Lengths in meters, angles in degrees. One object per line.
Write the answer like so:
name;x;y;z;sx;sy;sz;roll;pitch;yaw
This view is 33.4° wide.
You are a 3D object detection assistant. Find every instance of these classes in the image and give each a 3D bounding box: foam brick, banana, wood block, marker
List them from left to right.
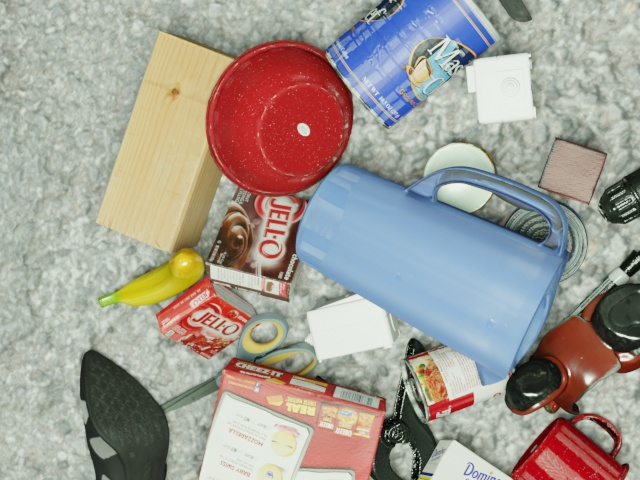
banana;-0.161;0.041;1.108;0.198;0.069;0.037;-27;89;52
wood block;-0.147;-0.101;1.107;0.091;0.090;0.206;22;100;10
foam brick;0.244;-0.068;1.034;0.053;0.078;0.051;20;99;12
marker;0.281;0.055;1.067;0.020;0.020;0.121;44;102;5

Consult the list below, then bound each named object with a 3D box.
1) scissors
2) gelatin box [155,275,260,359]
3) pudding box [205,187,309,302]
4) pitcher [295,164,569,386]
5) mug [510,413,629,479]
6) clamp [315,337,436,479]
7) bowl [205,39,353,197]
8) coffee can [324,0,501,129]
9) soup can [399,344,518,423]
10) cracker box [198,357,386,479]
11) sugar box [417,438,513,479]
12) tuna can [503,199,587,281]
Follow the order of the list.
scissors;-0.102;0.131;1.143;0.202;0.016;0.096;-14;119;13
gelatin box;-0.118;0.083;1.120;0.073;0.089;0.030;-35;53;12
pudding box;-0.057;0.001;1.091;0.090;0.039;0.113;13;55;8
pitcher;0.107;0.012;1.012;0.243;0.145;0.149;27;63;15
mug;0.252;0.222;1.061;0.081;0.093;0.117;40;73;10
clamp;0.063;0.195;1.106;0.120;0.039;0.171;-12;91;-3
bowl;-0.029;-0.114;1.055;0.161;0.055;0.162;-8;111;-23
coffee can;0.089;-0.192;1.041;0.140;0.102;0.103;-39;87;13
soup can;0.139;0.133;1.065;0.102;0.068;0.068;-19;91;-9
cracker box;-0.037;0.240;1.059;0.164;0.072;0.214;14;98;4
sugar box;0.121;0.298;1.071;0.093;0.048;0.176;35;72;-7
tuna can;0.223;0.001;1.066;0.086;0.033;0.086;1;96;12
